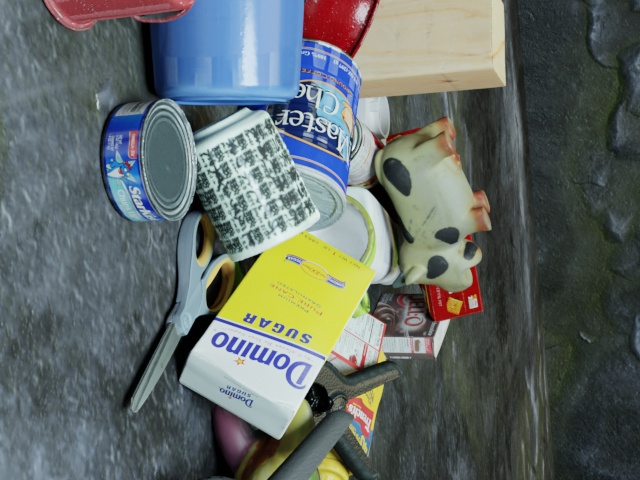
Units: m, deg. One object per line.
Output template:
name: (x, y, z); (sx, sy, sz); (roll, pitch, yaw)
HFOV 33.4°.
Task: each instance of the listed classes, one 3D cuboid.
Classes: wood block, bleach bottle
wood block: (0.082, -0.202, 1.109); (0.090, 0.206, 0.090); (13, 76, -72)
bleach bottle: (0.059, 0.012, 1.244); (0.250, 0.068, 0.102); (35, 54, -70)

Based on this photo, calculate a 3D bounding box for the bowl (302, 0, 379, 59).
bowl: (-0.005, -0.229, 1.008); (0.055, 0.162, 0.162); (17, 66, -27)

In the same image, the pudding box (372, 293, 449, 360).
pudding box: (0.111, 0.107, 1.343); (0.113, 0.090, 0.039); (-61, 144, -57)

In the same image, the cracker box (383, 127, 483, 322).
cracker box: (0.135, -0.023, 1.351); (0.214, 0.072, 0.164); (-107, -177, -59)

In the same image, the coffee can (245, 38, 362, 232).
coffee can: (-0.021, -0.093, 0.947); (0.102, 0.103, 0.140); (60, 32, -54)

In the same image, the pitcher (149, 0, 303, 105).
pitcher: (-0.067, -0.224, 0.796); (0.149, 0.145, 0.243); (-3, 96, -33)

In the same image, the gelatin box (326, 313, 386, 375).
gelatin box: (0.021, 0.099, 1.094); (0.089, 0.030, 0.073); (33, 45, -19)

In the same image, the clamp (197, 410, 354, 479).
clamp: (-0.041, 0.201, 0.764); (0.036, 0.209, 0.164); (-50, -137, 50)

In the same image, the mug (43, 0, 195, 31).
mug: (-0.121, -0.178, 0.686); (0.117, 0.082, 0.093); (56, 36, -58)

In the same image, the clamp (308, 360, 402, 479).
clamp: (0.009, 0.167, 1.015); (0.171, 0.039, 0.120); (13, 77, -39)

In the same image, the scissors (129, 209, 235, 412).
scissors: (-0.108, 0.041, 0.805); (0.201, 0.016, 0.096); (-49, 132, -65)

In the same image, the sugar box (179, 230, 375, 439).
sugar box: (-0.031, 0.067, 0.862); (0.176, 0.093, 0.048); (-57, 175, -48)

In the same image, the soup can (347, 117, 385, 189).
soup can: (0.027, -0.097, 1.149); (0.102, 0.069, 0.068); (30, 60, -68)

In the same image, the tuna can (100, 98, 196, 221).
tuna can: (-0.120, -0.056, 0.751); (0.086, 0.034, 0.086); (-2, 90, -72)
